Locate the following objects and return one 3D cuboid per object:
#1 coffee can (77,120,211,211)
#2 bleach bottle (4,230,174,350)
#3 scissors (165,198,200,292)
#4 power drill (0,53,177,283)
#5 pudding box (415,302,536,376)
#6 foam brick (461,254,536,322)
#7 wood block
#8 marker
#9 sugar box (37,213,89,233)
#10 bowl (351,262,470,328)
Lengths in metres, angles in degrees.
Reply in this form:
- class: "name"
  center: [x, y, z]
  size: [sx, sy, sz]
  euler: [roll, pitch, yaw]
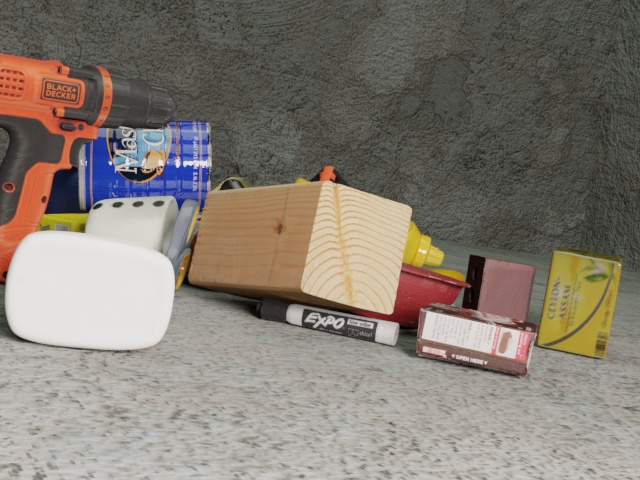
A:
- class: "coffee can"
  center: [-0.194, -0.083, 1.176]
  size: [0.140, 0.103, 0.103]
  euler: [1, 5, -10]
- class: "bleach bottle"
  center: [-0.170, 0.024, 0.746]
  size: [0.102, 0.068, 0.251]
  euler: [9, 1, -18]
- class: "scissors"
  center: [-0.127, 0.009, 0.908]
  size: [0.016, 0.096, 0.202]
  euler: [14, 0, -1]
- class: "power drill"
  center: [-0.212, -0.056, 0.898]
  size: [0.184, 0.188, 0.057]
  euler: [5, 4, -37]
- class: "pudding box"
  center: [0.126, 0.077, 0.855]
  size: [0.090, 0.039, 0.113]
  euler: [10, 3, 11]
- class: "foam brick"
  center: [0.168, 0.056, 1.021]
  size: [0.051, 0.078, 0.053]
  euler: [8, 1, -10]
- class: "wood block"
  center: [-0.025, 0.007, 0.917]
  size: [0.090, 0.091, 0.206]
  euler: [16, -8, -30]
- class: "marker"
  center: [0.004, 0.066, 0.880]
  size: [0.121, 0.020, 0.020]
  euler: [10, 3, 17]
- class: "sugar box"
  center: [-0.206, -0.006, 1.142]
  size: [0.175, 0.048, 0.094]
  euler: [-5, 10, -39]
- class: "bowl"
  center: [0.058, 0.044, 1.013]
  size: [0.162, 0.055, 0.162]
  euler: [16, 2, -1]
